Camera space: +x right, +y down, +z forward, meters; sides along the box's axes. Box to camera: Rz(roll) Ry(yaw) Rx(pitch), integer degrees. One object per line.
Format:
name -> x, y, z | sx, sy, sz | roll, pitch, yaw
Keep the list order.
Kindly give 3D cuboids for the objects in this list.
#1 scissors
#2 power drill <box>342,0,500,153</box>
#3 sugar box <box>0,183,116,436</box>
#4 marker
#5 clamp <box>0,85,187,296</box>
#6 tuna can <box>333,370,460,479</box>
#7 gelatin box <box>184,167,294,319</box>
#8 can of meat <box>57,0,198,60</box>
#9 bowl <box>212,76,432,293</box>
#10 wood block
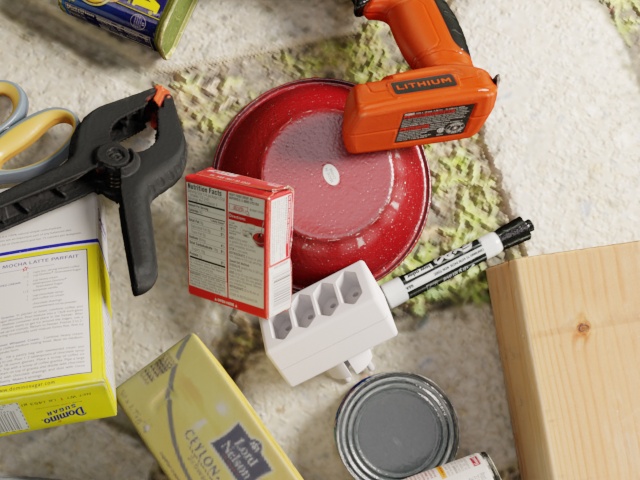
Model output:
scissors -> -0.260, -0.046, 0.725 | 0.201, 0.016, 0.096 | -31, 64, -19
power drill -> 0.032, -0.153, 0.734 | 0.184, 0.057, 0.188 | -9, 64, -10
sugar box -> -0.184, 0.038, 0.691 | 0.093, 0.048, 0.176 | -9, 46, -4
marker -> 0.099, 0.015, 0.768 | 0.121, 0.020, 0.020 | -26, 86, -6
clamp -> -0.130, -0.037, 0.708 | 0.120, 0.039, 0.171 | 32, 52, 4
tuna can -> 0.052, 0.134, 0.745 | 0.086, 0.034, 0.086 | 0, 84, -4
gelatin box -> -0.055, 0.001, 0.721 | 0.073, 0.030, 0.089 | 15, 113, 34
can of meat -> -0.128, -0.193, 0.758 | 0.084, 0.057, 0.102 | 23, 82, 2
bowl -> 0.003, -0.042, 0.750 | 0.162, 0.055, 0.162 | 0, 84, -4
wood block -> 0.181, 0.111, 0.727 | 0.091, 0.090, 0.206 | -8, 85, -4
